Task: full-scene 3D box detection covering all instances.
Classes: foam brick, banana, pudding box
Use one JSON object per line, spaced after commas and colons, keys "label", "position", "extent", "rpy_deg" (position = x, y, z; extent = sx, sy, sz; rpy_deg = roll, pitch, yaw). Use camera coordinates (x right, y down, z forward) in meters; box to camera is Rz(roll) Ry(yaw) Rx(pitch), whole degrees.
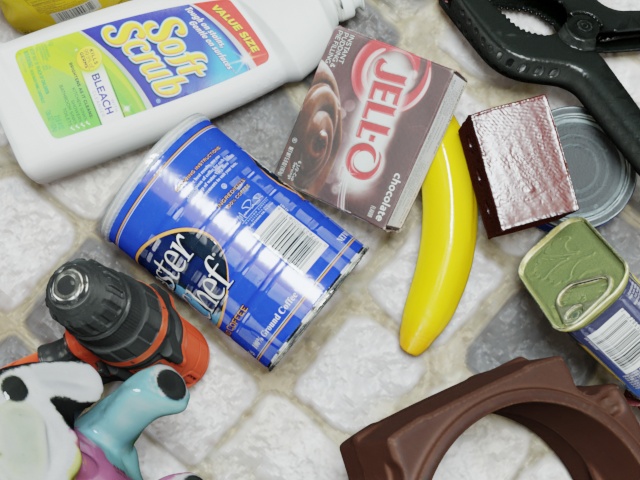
{"label": "foam brick", "position": [0.124, -0.046, 0.676], "extent": [0.051, 0.053, 0.078], "rpy_deg": [-15, 85, -1]}
{"label": "banana", "position": [0.073, -0.024, 0.722], "extent": [0.070, 0.037, 0.198], "rpy_deg": [-12, 82, 26]}
{"label": "pudding box", "position": [0.032, -0.073, 0.701], "extent": [0.090, 0.039, 0.113], "rpy_deg": [26, 99, 25]}

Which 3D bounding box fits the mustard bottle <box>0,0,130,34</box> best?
{"label": "mustard bottle", "position": [-0.173, -0.183, 0.657], "extent": [0.096, 0.191, 0.058], "rpy_deg": [-19, 86, -1]}

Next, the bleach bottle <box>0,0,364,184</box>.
{"label": "bleach bottle", "position": [-0.094, -0.129, 0.718], "extent": [0.250, 0.068, 0.102], "rpy_deg": [-23, 86, -3]}

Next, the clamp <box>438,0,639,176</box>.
{"label": "clamp", "position": [0.180, -0.136, 0.715], "extent": [0.210, 0.036, 0.164], "rpy_deg": [33, 61, 13]}

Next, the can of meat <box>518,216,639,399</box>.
{"label": "can of meat", "position": [0.181, 0.044, 0.669], "extent": [0.057, 0.102, 0.084], "rpy_deg": [-44, 111, 11]}

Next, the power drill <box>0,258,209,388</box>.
{"label": "power drill", "position": [-0.176, 0.075, 0.652], "extent": [0.188, 0.184, 0.057], "rpy_deg": [-18, 66, 8]}

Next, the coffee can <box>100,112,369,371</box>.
{"label": "coffee can", "position": [-0.054, 0.001, 0.686], "extent": [0.140, 0.103, 0.103], "rpy_deg": [39, 87, 3]}
